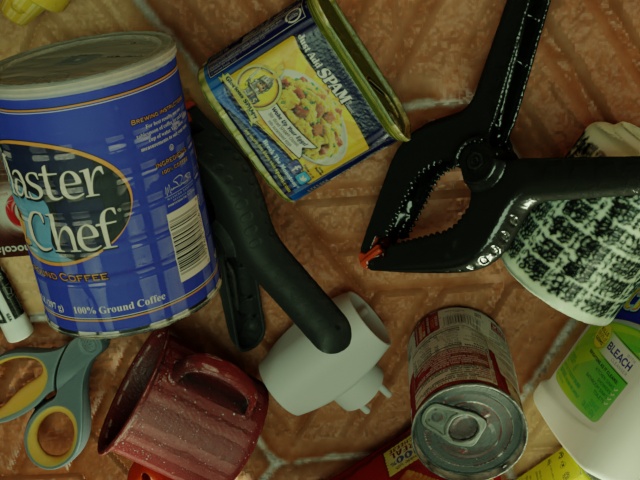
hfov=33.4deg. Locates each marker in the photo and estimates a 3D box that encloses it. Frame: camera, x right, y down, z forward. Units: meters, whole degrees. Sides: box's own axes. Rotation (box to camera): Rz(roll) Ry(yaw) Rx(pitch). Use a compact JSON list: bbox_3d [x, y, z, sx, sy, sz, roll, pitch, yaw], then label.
[{"bbox_3d":[-0.219,0.011,0.690,0.020,0.020,0.121,-17,112,10],"label":"marker"}]

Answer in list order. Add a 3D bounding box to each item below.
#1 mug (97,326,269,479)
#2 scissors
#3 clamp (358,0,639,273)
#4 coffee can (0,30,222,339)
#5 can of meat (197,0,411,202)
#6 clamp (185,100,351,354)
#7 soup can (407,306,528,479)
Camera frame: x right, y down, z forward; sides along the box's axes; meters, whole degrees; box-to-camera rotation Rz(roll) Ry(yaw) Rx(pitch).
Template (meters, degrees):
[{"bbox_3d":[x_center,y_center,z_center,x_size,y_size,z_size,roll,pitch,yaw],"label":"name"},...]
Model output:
[{"bbox_3d":[-0.081,0.106,0.682,0.081,0.093,0.117,29,136,-15],"label":"mug"},{"bbox_3d":[-0.146,0.086,0.703,0.202,0.016,0.096,-26,95,21],"label":"scissors"},{"bbox_3d":[0.097,-0.055,0.613,0.210,0.036,0.164,-35,65,33],"label":"clamp"},{"bbox_3d":[-0.116,-0.032,0.580,0.103,0.102,0.140,-7,113,6],"label":"coffee can"},{"bbox_3d":[-0.009,-0.083,0.618,0.084,0.057,0.102,-30,109,16],"label":"can of meat"},{"bbox_3d":[-0.054,0.001,0.653,0.120,0.039,0.171,-25,95,53],"label":"clamp"},{"bbox_3d":[0.088,0.092,0.664,0.068,0.102,0.068,1,114,2],"label":"soup can"}]
